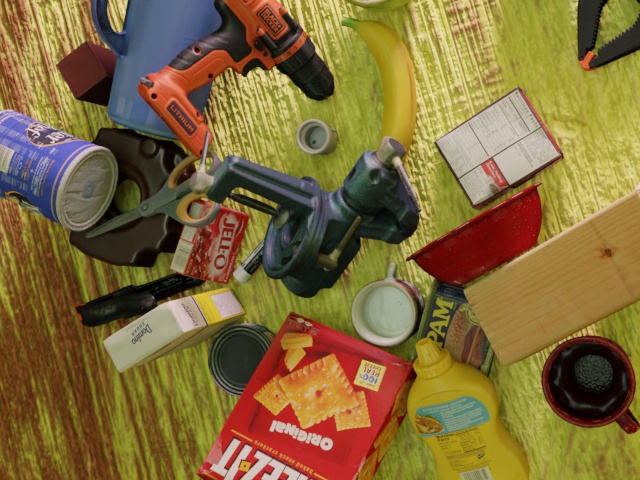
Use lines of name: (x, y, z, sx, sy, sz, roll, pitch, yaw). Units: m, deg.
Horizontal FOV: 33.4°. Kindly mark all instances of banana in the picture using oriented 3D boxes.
banana: (0.077, -0.165, 1.203, 0.070, 0.037, 0.198, -15, 84, 36)

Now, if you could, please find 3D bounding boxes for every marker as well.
marker: (-0.058, 0.002, 1.257, 0.020, 0.020, 0.121, 45, 103, 13)

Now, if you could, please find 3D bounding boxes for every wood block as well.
wood block: (0.258, 0.036, 1.050, 0.206, 0.090, 0.091, -34, 76, 34)

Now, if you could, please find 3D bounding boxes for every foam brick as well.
foam brick: (-0.272, -0.201, 1.296, 0.051, 0.078, 0.053, -33, 81, 14)

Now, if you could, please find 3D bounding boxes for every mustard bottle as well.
mustard bottle: (0.145, 0.187, 1.132, 0.096, 0.058, 0.191, -18, 109, 23)

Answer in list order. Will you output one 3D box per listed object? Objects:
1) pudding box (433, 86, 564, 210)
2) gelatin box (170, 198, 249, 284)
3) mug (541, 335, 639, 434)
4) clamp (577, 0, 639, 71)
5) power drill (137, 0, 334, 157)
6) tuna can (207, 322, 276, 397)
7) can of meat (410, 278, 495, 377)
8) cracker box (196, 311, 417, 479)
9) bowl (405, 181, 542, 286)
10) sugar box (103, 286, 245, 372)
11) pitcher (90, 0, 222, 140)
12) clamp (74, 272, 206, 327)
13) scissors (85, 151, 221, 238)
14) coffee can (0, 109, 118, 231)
pudding box: (0.193, -0.099, 1.161, 0.114, 0.039, 0.090, -32, 80, 14)
gelatin box: (-0.128, 0.002, 1.246, 0.030, 0.073, 0.089, 21, 93, 42)
mug: (0.289, 0.151, 1.108, 0.093, 0.081, 0.117, -45, 77, 14)
clamp: (0.342, -0.265, 1.109, 0.165, 0.036, 0.210, 28, 101, 17)
power drill: (-0.094, -0.182, 1.190, 0.187, 0.057, 0.184, -45, 114, -6)
tuna can: (-0.088, 0.140, 1.260, 0.086, 0.033, 0.086, 0, 90, 19)
can of meat: (0.153, 0.100, 1.167, 0.084, 0.057, 0.102, 16, 96, 15)
cracker box: (-0.010, 0.203, 1.163, 0.164, 0.072, 0.213, 22, 72, 26)
bowl: (0.171, 0.002, 1.106, 0.162, 0.162, 0.055, -31, 85, 16)
sugar box: (-0.162, 0.097, 1.210, 0.093, 0.176, 0.048, -32, 81, 16)
pitcher: (-0.178, -0.246, 1.234, 0.149, 0.144, 0.243, 18, 99, 14)
clamp: (-0.220, 0.069, 1.284, 0.172, 0.120, 0.039, -11, 97, 38)
scissors: (-0.188, -0.026, 1.231, 0.202, 0.016, 0.096, -37, 59, 18)
coffee can: (-0.323, -0.083, 1.247, 0.140, 0.102, 0.103, 23, 98, 21)
